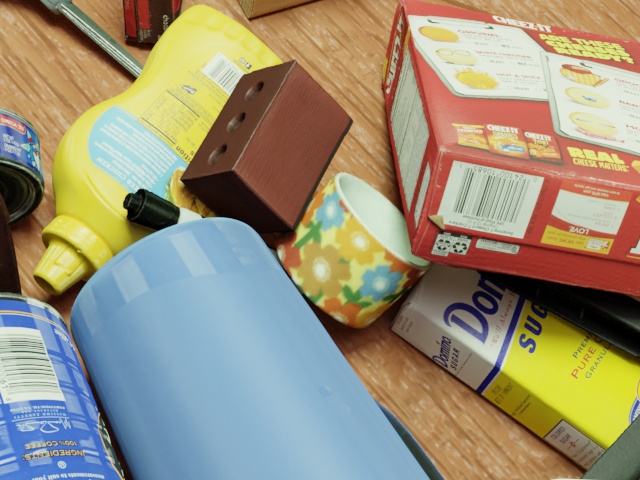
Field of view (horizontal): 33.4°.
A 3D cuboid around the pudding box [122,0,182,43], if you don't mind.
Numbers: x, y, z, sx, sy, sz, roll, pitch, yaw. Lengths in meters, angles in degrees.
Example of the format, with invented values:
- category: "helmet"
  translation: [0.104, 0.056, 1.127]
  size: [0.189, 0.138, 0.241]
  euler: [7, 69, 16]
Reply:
- category: "pudding box"
  translation: [-0.103, -0.194, 0.672]
  size: [0.039, 0.090, 0.113]
  euler: [3, 58, -5]

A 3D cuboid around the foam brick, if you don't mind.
- category: "foam brick"
  translation: [-0.029, -0.049, 0.583]
  size: [0.051, 0.053, 0.078]
  euler: [42, 63, -31]

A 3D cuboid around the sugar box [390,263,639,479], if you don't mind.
- category: "sugar box"
  translation: [0.138, 0.061, 0.604]
  size: [0.176, 0.048, 0.093]
  euler: [36, 60, 8]

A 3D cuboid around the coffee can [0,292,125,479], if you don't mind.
- category: "coffee can"
  translation: [-0.137, 0.108, 0.457]
  size: [0.102, 0.103, 0.140]
  euler: [-17, 54, -20]

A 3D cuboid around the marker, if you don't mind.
- category: "marker"
  translation: [-0.054, 0.001, 0.580]
  size: [0.121, 0.020, 0.020]
  euler: [26, 53, -33]

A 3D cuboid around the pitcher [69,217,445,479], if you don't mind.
- category: "pitcher"
  translation: [-0.015, 0.111, 0.508]
  size: [0.145, 0.149, 0.243]
  euler: [-29, 66, -8]

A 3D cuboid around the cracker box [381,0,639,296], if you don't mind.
- category: "cracker box"
  translation: [0.125, -0.058, 0.607]
  size: [0.164, 0.072, 0.213]
  euler: [9, 31, -7]

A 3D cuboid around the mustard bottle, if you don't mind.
- category: "mustard bottle"
  translation: [-0.094, -0.043, 0.606]
  size: [0.096, 0.058, 0.191]
  euler: [43, 60, -9]

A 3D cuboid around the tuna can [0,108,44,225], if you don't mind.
- category: "tuna can"
  translation: [-0.191, -0.036, 0.569]
  size: [0.086, 0.086, 0.034]
  euler: [-7, 64, -15]

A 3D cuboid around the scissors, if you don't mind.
- category: "scissors"
  translation: [-0.181, -0.157, 0.654]
  size: [0.202, 0.016, 0.096]
  euler: [48, 24, 16]
